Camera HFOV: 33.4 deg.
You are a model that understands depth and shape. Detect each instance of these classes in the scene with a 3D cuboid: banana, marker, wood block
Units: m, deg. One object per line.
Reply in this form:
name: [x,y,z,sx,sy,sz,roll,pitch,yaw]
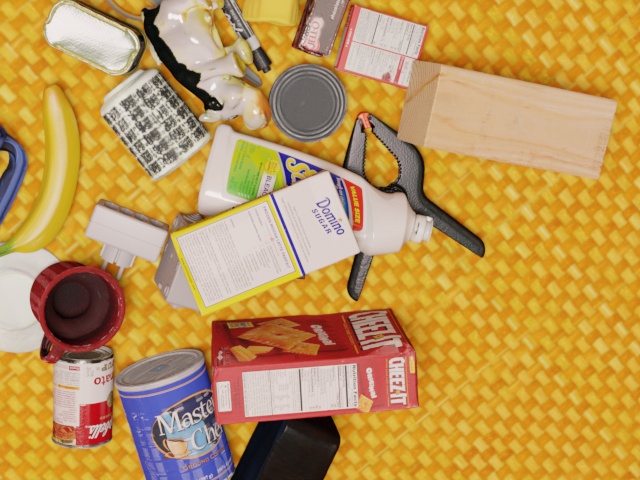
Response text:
banana: [-0.294,-0.067,1.155,0.037,0.069,0.198,20,94,35]
marker: [-0.088,-0.236,1.161,0.020,0.020,0.121,-31,102,1]
wood block: [0.201,-0.131,1.159,0.205,0.091,0.090,9,100,-15]

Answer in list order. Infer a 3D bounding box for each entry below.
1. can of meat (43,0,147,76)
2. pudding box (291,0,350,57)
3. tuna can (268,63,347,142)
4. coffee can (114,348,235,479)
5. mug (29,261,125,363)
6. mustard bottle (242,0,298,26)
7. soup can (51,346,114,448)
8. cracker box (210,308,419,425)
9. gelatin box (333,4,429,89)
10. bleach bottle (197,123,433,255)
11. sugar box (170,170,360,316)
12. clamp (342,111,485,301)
can of meat: [-0.235,-0.212,1.119,0.102,0.084,0.057,25,97,-10]
pudding box: [0.006,-0.252,1.131,0.039,0.090,0.113,20,98,-11]
tuna can: [-0.015,-0.152,1.177,0.086,0.034,0.086,-1,101,-5]
coffee can: [-0.162,0.206,1.198,0.103,0.103,0.140,-15,102,-3]
mug: [-0.273,0.079,1.160,0.093,0.082,0.117,25,86,-28]
mustard bottle: [-0.042,-0.322,1.110,0.058,0.096,0.192,6,100,-9]
soup can: [-0.267,0.174,1.199,0.068,0.068,0.102,2,100,-6]
cracker box: [-0.012,0.132,1.167,0.213,0.164,0.072,-5,103,-5]
gelatin box: [0.067,-0.212,1.175,0.089,0.030,0.073,14,99,-10]
bleach bottle: [-0.001,-0.047,1.158,0.251,0.068,0.102,14,71,-2]
sugar box: [-0.057,0.001,1.098,0.176,0.048,0.093,-22,97,-4]
clamp: [0.072,-0.041,1.206,0.164,0.036,0.210,-26,100,2]
